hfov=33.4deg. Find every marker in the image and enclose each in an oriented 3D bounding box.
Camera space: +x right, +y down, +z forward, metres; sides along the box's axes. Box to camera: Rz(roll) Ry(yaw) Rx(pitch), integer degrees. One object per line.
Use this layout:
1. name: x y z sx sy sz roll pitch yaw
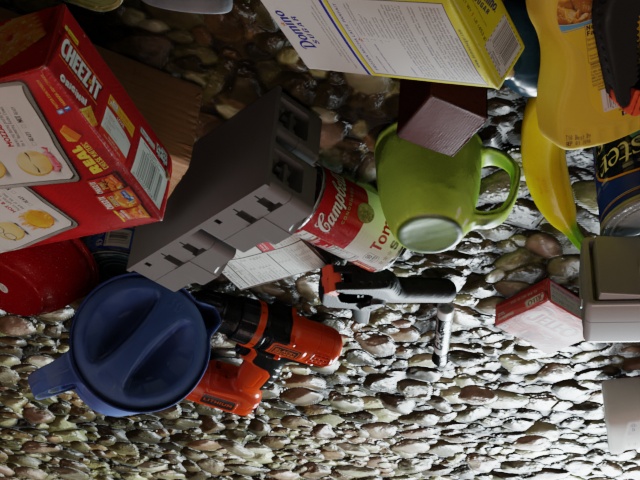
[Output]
1. marker: 0.134 0.104 1.176 0.020 0.020 0.121 2 145 4

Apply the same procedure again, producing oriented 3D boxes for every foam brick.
1. foam brick: 0.094 -0.114 0.821 0.051 0.078 0.053 21 142 -18

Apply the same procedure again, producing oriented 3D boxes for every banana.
1. banana: 0.195 -0.077 0.879 0.070 0.037 0.198 29 151 37

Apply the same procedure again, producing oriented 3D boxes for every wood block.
1. wood block: -0.210 -0.105 0.864 0.205 0.091 0.090 20 141 -19

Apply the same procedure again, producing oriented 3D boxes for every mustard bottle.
1. mustard bottle: 0.187 -0.163 0.728 0.096 0.058 0.191 -22 124 -11

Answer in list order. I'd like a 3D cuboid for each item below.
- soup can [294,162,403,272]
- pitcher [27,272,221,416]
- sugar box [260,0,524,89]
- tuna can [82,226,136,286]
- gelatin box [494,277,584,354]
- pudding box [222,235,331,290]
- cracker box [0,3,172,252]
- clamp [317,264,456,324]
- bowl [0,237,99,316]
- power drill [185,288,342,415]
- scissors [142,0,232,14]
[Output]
1. soup can: 0.022 -0.020 0.972 0.102 0.068 0.069 26 140 -28
2. pitcher: -0.209 0.123 1.103 0.149 0.145 0.243 24 161 -10
3. sugar box: 0.043 -0.155 0.735 0.177 0.048 0.093 18 157 42
4. tuna can: -0.204 0.021 1.090 0.086 0.033 0.086 4 145 2
5. gelatin box: 0.239 0.082 1.119 0.089 0.030 0.073 29 138 -30
6. pudding box: -0.057 0.001 1.040 0.114 0.039 0.090 -14 141 29
7. cracker box: -0.239 -0.070 0.779 0.214 0.072 0.164 -10 140 20
8. clamp: 0.045 0.054 1.070 0.120 0.039 0.171 -28 152 35
9. bowl: -0.305 0.026 1.059 0.162 0.055 0.162 15 143 11
10. power drill: -0.094 0.128 1.205 0.184 0.057 0.188 22 142 -22
11. scissors: -0.136 -0.195 0.779 0.202 0.096 0.016 20 123 30
